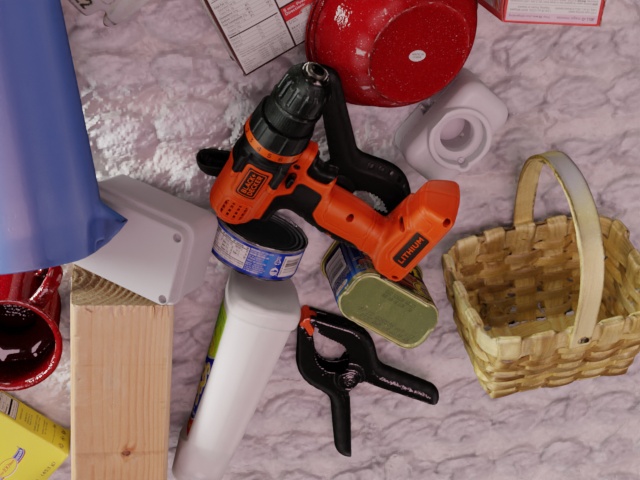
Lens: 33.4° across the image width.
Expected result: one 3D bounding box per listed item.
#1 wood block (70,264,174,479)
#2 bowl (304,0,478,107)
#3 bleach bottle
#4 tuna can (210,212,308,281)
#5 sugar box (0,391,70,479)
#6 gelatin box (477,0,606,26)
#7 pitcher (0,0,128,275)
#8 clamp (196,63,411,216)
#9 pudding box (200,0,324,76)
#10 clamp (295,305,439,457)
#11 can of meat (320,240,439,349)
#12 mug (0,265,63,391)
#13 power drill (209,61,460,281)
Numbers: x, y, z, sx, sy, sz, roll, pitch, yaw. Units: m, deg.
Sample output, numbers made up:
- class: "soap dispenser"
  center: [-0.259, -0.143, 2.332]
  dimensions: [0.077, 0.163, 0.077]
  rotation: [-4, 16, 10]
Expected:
- class: "wood block"
  center: [-0.186, 0.130, 0.994]
  dimensions: [0.090, 0.090, 0.206]
  rotation: [1, 115, -11]
- class: "bowl"
  center: [0.071, -0.168, 0.885]
  dimensions: [0.162, 0.055, 0.162]
  rotation: [-14, 133, -16]
- class: "bleach bottle"
  center: [-0.091, 0.152, 1.012]
  dimensions: [0.068, 0.102, 0.251]
  rotation: [16, 111, -12]
- class: "tuna can"
  center: [-0.056, 0.001, 0.956]
  dimensions: [0.086, 0.086, 0.034]
  rotation: [16, 114, -16]
- class: "sugar box"
  center: [-0.337, 0.180, 1.018]
  dimensions: [0.176, 0.048, 0.093]
  rotation: [36, 105, -24]
- class: "gelatin box"
  center: [0.186, -0.205, 0.903]
  dimensions: [0.089, 0.073, 0.030]
  rotation: [0, 116, -9]
- class: "pitcher"
  center: [-0.257, -0.097, 0.833]
  dimensions: [0.148, 0.145, 0.243]
  rotation: [-16, 105, -41]
- class: "clamp"
  center: [0.004, -0.055, 0.953]
  dimensions: [0.165, 0.036, 0.209]
  rotation: [-23, 131, 32]
- class: "pudding box"
  center: [-0.049, -0.199, 0.861]
  dimensions: [0.090, 0.039, 0.113]
  rotation: [-30, 138, -1]
- class: "clamp"
  center: [0.024, 0.140, 1.063]
  dimensions: [0.120, 0.039, 0.171]
  rotation: [-44, 108, 7]
- class: "can of meat"
  center: [0.056, 0.047, 0.997]
  dimensions: [0.102, 0.084, 0.057]
  rotation: [29, 108, -21]
- class: "mug"
  center: [-0.269, 0.065, 0.953]
  dimensions: [0.093, 0.081, 0.117]
  rotation: [33, 107, -22]
- class: "power drill"
  center: [0.018, -0.051, 0.885]
  dimensions: [0.187, 0.057, 0.185]
  rotation: [26, 139, -12]
